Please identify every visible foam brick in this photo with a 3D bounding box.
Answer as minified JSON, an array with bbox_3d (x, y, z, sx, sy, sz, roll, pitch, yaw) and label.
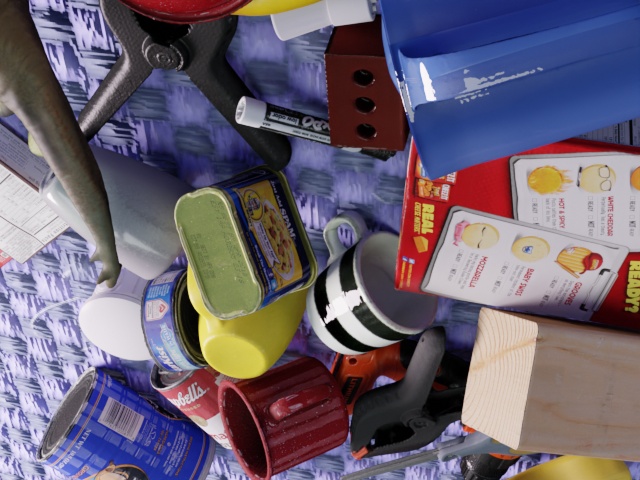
[{"bbox_3d":[0.034,-0.105,0.714,0.053,0.051,0.078,5,135,11],"label":"foam brick"}]

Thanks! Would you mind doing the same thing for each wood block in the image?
[{"bbox_3d":[0.221,0.110,0.784,0.205,0.090,0.091,9,-179,-18],"label":"wood block"}]

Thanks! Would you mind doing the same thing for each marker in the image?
[{"bbox_3d":[0.000,-0.077,0.750,0.121,0.020,0.020,13,138,-23],"label":"marker"}]

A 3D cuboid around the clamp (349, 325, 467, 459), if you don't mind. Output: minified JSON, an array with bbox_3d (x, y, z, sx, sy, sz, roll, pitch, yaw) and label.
[{"bbox_3d":[0.077,0.126,0.857,0.172,0.039,0.120,-32,123,29],"label":"clamp"}]

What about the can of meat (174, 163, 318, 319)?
[{"bbox_3d":[-0.055,0.001,0.790,0.058,0.083,0.102,-18,94,29],"label":"can of meat"}]

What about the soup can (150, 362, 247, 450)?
[{"bbox_3d":[-0.096,0.137,0.975,0.069,0.068,0.102,-23,125,32],"label":"soup can"}]

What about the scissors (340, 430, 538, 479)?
[{"bbox_3d":[0.124,0.176,0.888,0.202,0.016,0.096,-28,144,27],"label":"scissors"}]

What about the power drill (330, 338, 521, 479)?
[{"bbox_3d":[0.100,0.141,0.934,0.187,0.057,0.185,15,132,-3],"label":"power drill"}]

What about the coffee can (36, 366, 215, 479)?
[{"bbox_3d":[-0.188,0.201,1.037,0.140,0.102,0.103,34,133,-17],"label":"coffee can"}]

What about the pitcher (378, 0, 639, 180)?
[{"bbox_3d":[0.155,-0.121,0.581,0.243,0.149,0.145,-14,146,12],"label":"pitcher"}]

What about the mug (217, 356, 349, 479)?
[{"bbox_3d":[-0.026,0.142,0.880,0.081,0.093,0.117,-19,162,-24],"label":"mug"}]

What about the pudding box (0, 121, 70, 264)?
[{"bbox_3d":[-0.256,-0.041,0.867,0.113,0.039,0.090,39,130,-24],"label":"pudding box"}]

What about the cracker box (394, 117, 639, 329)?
[{"bbox_3d":[0.165,-0.025,0.743,0.214,0.072,0.164,8,136,6],"label":"cracker box"}]

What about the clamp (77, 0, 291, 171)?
[{"bbox_3d":[-0.092,-0.130,0.734,0.164,0.036,0.210,13,139,2],"label":"clamp"}]

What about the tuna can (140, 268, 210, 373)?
[{"bbox_3d":[-0.115,0.067,0.899,0.034,0.086,0.086,-11,130,22],"label":"tuna can"}]
